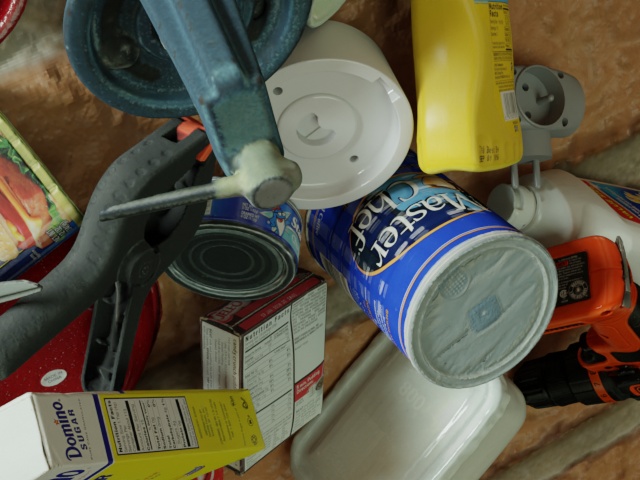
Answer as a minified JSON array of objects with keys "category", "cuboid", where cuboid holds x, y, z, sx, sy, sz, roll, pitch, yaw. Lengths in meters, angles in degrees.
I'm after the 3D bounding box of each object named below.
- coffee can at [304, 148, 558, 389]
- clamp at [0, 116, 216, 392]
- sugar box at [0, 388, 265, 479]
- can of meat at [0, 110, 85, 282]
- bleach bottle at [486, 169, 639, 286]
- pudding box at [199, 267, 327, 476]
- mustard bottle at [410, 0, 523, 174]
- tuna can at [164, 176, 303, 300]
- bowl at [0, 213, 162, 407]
[{"category":"coffee can","cuboid":[0.065,0.012,0.670,0.102,0.140,0.103,-13,122,-22]},{"category":"clamp","cuboid":[-0.111,0.011,0.552,0.171,0.039,0.120,-65,161,5]},{"category":"sugar box","cuboid":[-0.119,0.116,0.590,0.093,0.048,0.175,-28,162,28]},{"category":"can of meat","cuboid":[-0.183,-0.022,0.553,0.084,0.057,0.102,-39,103,-8]},{"category":"bleach bottle","cuboid":[0.227,0.002,0.777,0.250,0.103,0.068,11,123,-32]},{"category":"pudding box","cuboid":[-0.037,0.083,0.698,0.089,0.039,0.113,-30,130,-45]},{"category":"mustard bottle","cuboid":[0.082,-0.137,0.622,0.096,0.058,0.191,-20,107,-63]},{"category":"tuna can","cuboid":[-0.054,0.001,0.636,0.086,0.033,0.086,4,146,2]},{"category":"bowl","cuboid":[-0.163,0.065,0.629,0.161,0.055,0.162,-13,122,-22]}]
